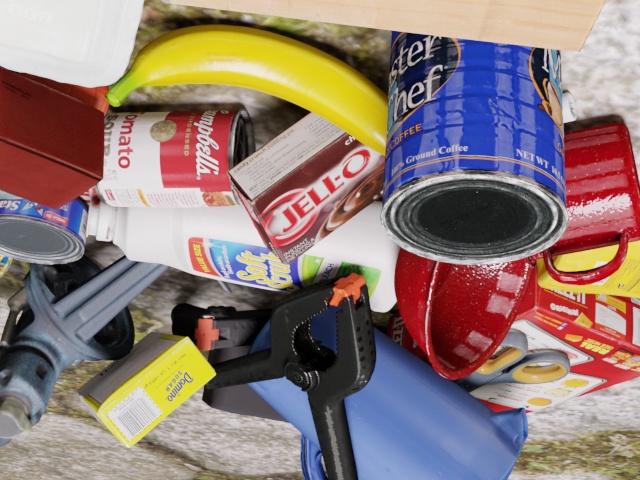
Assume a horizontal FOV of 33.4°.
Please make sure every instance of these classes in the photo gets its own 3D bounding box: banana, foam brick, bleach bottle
[{"bbox_3d":[-0.030,-0.096,0.664,0.197,0.069,0.037,10,170,-7],"label":"banana"},{"bbox_3d":[-0.180,-0.062,0.664,0.078,0.053,0.051,23,141,-38],"label":"foam brick"},{"bbox_3d":[-0.055,0.001,0.837,0.250,0.068,0.103,6,150,-11],"label":"bleach bottle"}]

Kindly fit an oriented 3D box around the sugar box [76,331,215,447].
[{"bbox_3d":[-0.153,0.123,0.913,0.048,0.093,0.176,53,165,-6],"label":"sugar box"}]

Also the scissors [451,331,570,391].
[{"bbox_3d":[0.154,0.128,0.963,0.096,0.016,0.202,12,152,-6],"label":"scissors"}]

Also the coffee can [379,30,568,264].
[{"bbox_3d":[0.088,-0.071,0.615,0.103,0.140,0.103,4,152,2],"label":"coffee can"}]

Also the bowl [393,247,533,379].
[{"bbox_3d":[0.103,0.020,0.805,0.055,0.162,0.162,20,164,34],"label":"bowl"}]

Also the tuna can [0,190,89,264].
[{"bbox_3d":[-0.222,-0.014,0.822,0.086,0.033,0.086,5,156,2],"label":"tuna can"}]

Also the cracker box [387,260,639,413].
[{"bbox_3d":[0.185,0.089,0.979,0.164,0.072,0.214,22,149,-25],"label":"cracker box"}]

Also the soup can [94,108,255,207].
[{"bbox_3d":[-0.102,-0.058,0.751,0.102,0.068,0.068,0,152,10],"label":"soup can"}]

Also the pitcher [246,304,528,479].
[{"bbox_3d":[0.046,0.161,0.943,0.243,0.149,0.145,37,152,13],"label":"pitcher"}]

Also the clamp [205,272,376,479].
[{"bbox_3d":[-0.002,0.110,0.854,0.164,0.036,0.210,42,134,11],"label":"clamp"}]

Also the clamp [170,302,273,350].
[{"bbox_3d":[-0.082,0.078,0.982,0.120,0.039,0.171,-4,-176,-4],"label":"clamp"}]

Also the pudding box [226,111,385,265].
[{"bbox_3d":[0.000,-0.045,0.728,0.113,0.039,0.090,-38,151,-7],"label":"pudding box"}]
